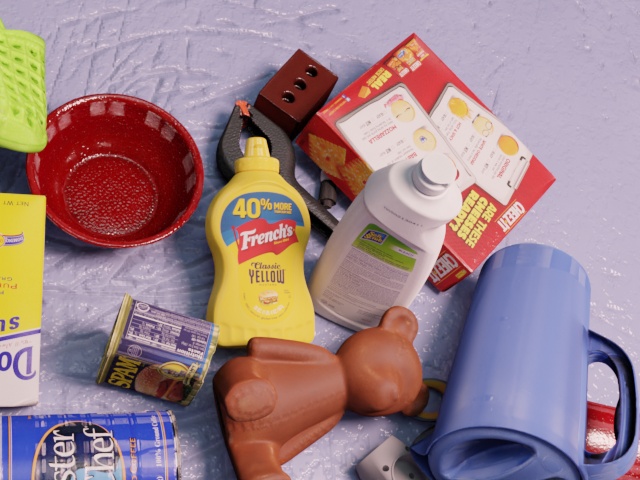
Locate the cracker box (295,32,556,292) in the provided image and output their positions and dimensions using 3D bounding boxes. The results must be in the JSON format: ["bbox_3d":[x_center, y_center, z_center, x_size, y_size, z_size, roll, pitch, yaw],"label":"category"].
[{"bbox_3d":[0.106,-0.080,1.075,0.214,0.072,0.164,46,59,1],"label":"cracker box"}]

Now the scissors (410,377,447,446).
[{"bbox_3d":[0.158,0.150,1.018,0.201,0.016,0.096,-26,74,-27],"label":"scissors"}]

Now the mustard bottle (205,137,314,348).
[{"bbox_3d":[-0.056,0.001,0.972,0.096,0.058,0.191,1,82,-18],"label":"mustard bottle"}]

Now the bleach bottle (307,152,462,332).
[{"bbox_3d":[0.065,0.002,0.927,0.102,0.251,0.068,21,60,-6],"label":"bleach bottle"}]

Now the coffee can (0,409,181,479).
[{"bbox_3d":[-0.187,0.187,0.841,0.140,0.103,0.103,1,64,-17],"label":"coffee can"}]

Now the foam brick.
[{"bbox_3d":[-0.027,-0.146,1.090,0.053,0.051,0.078,36,59,2],"label":"foam brick"}]

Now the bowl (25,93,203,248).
[{"bbox_3d":[-0.192,-0.055,0.990,0.162,0.055,0.162,7,62,-14],"label":"bowl"}]

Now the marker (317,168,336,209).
[{"bbox_3d":[0.010,-0.086,1.090,0.020,0.020,0.121,10,61,-12],"label":"marker"}]

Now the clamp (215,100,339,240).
[{"bbox_3d":[-0.046,-0.058,1.048,0.120,0.039,0.171,-2,69,-20],"label":"clamp"}]

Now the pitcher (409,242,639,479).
[{"bbox_3d":[0.189,0.118,0.955,0.149,0.145,0.242,30,46,-10],"label":"pitcher"}]

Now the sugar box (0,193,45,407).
[{"bbox_3d":[-0.278,0.050,0.886,0.093,0.048,0.176,2,81,-17],"label":"sugar box"}]

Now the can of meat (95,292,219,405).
[{"bbox_3d":[-0.139,0.095,0.905,0.084,0.102,0.057,18,59,-10],"label":"can of meat"}]
